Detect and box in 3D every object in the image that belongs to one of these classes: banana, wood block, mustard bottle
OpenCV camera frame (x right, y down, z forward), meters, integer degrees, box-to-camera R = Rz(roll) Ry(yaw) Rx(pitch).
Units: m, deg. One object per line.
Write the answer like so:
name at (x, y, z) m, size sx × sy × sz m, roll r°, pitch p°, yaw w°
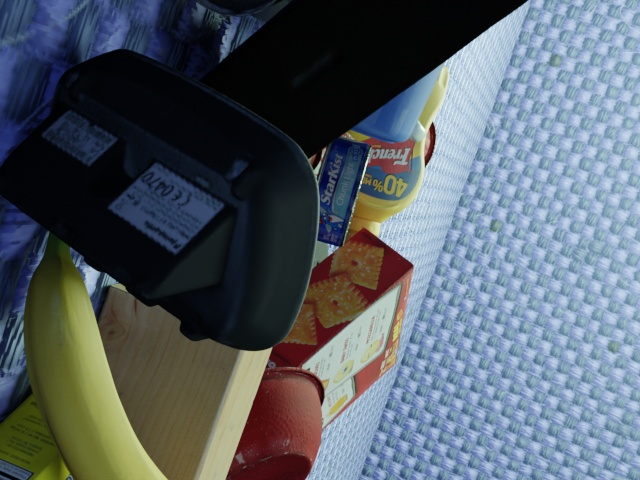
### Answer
banana at (-0.106, 0.088, 0.531) m, size 0.069 × 0.037 × 0.198 m, roll -49°, pitch 132°, yaw -53°
wood block at (-0.109, 0.137, 0.661) m, size 0.090 × 0.091 × 0.206 m, roll 3°, pitch 107°, yaw -79°
mustard bottle at (0.052, -0.081, 0.992) m, size 0.058 × 0.096 × 0.191 m, roll -167°, pitch -89°, yaw -71°

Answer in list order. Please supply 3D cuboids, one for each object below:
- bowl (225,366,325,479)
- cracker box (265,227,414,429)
bowl at (-0.058, 0.167, 0.814) m, size 0.162 × 0.055 × 0.162 m, roll -21°, pitch 146°, yaw -15°
cracker box at (-0.017, 0.110, 0.950) m, size 0.213 × 0.072 × 0.164 m, roll -38°, pitch 153°, yaw -28°
